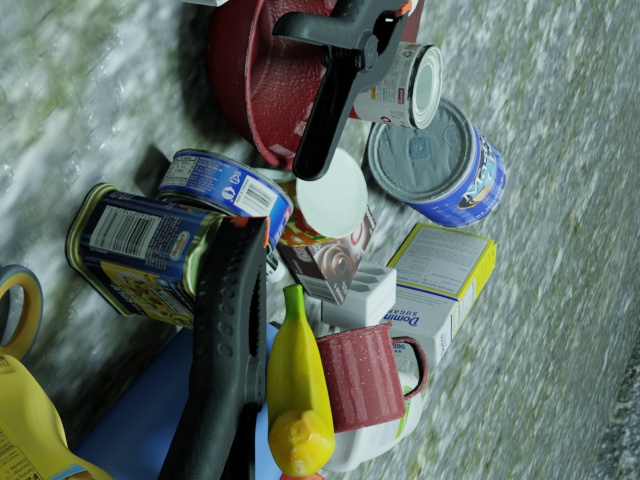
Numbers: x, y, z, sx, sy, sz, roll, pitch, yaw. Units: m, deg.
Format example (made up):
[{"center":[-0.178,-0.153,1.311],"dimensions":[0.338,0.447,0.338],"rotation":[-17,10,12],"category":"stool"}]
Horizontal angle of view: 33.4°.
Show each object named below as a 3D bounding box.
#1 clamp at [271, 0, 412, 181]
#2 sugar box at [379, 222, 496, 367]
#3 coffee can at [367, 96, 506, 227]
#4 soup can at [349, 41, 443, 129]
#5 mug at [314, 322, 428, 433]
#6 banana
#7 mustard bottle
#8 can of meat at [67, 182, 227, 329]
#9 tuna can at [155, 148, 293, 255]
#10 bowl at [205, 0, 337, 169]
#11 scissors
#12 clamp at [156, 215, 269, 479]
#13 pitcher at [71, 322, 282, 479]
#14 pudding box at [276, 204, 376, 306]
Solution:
[{"center":[0.016,-0.135,0.729],"dimensions":[0.120,0.039,0.171],"rotation":[83,28,-47],"category":"clamp"},{"center":[0.110,0.053,1.106],"dimensions":[0.176,0.093,0.048],"rotation":[-52,146,-43],"category":"sugar box"},{"center":[0.116,-0.074,1.042],"dimensions":[0.140,0.103,0.103],"rotation":[23,80,-66],"category":"coffee can"},{"center":[0.038,-0.128,0.841],"dimensions":[0.068,0.102,0.068],"rotation":[-42,139,-53],"category":"soup can"},{"center":[0.038,0.119,0.927],"dimensions":[0.093,0.117,0.081],"rotation":[145,-66,-72],"category":"mug"},{"center":[-0.015,0.091,0.610],"dimensions":[0.198,0.037,0.069],"rotation":[-103,177,-71],"category":"banana"},{"center":[-0.130,0.135,0.471],"dimensions":[0.096,0.192,0.058],"rotation":[-37,138,-18],"category":"mustard bottle"},{"center":[-0.091,0.015,0.651],"dimensions":[0.057,0.084,0.102],"rotation":[-67,154,-22],"category":"can of meat"},{"center":[-0.063,-0.023,0.692],"dimensions":[0.033,0.086,0.086],"rotation":[-66,154,-19],"category":"tuna can"},{"center":[-0.033,-0.132,0.740],"dimensions":[0.161,0.055,0.162],"rotation":[-42,139,-53],"category":"bowl"},{"center":[-0.177,0.096,0.582],"dimensions":[0.096,0.016,0.202],"rotation":[-47,145,-42],"category":"scissors"},{"center":[-0.050,0.076,0.544],"dimensions":[0.164,0.036,0.210],"rotation":[76,16,-67],"category":"clamp"},{"center":[-0.098,0.160,0.666],"dimensions":[0.145,0.149,0.242],"rotation":[66,33,-24],"category":"pitcher"},{"center":[0.005,-0.011,0.906],"dimensions":[0.090,0.039,0.113],"rotation":[-65,153,-25],"category":"pudding box"}]
